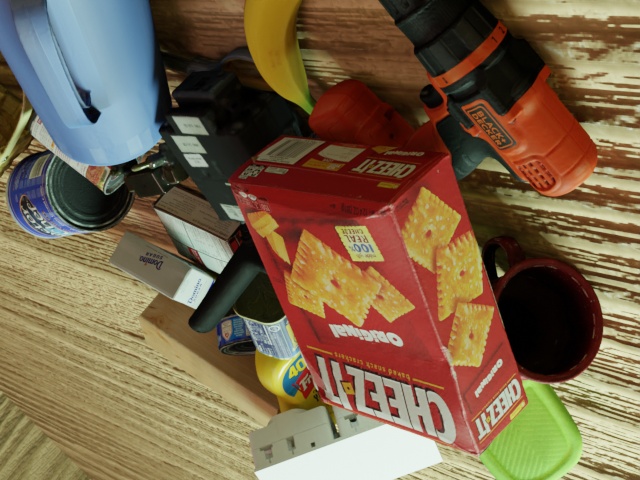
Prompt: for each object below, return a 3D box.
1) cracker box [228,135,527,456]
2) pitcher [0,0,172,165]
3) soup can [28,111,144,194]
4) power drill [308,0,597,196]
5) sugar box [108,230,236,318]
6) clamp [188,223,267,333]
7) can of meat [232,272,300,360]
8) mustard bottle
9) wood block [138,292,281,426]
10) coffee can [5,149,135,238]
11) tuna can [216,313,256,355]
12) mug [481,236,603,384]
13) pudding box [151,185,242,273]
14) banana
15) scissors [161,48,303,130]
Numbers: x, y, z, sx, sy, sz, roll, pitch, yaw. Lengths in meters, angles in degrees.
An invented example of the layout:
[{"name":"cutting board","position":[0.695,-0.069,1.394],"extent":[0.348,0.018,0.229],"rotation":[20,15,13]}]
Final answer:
[{"name":"cracker box","position":[0.039,0.037,0.756],"extent":[0.164,0.072,0.213],"rotation":[12,132,46]},{"name":"pitcher","position":[-0.190,-0.161,0.818],"extent":[0.145,0.149,0.243],"rotation":[29,154,24]},{"name":"soup can","position":[-0.237,-0.104,1.090],"extent":[0.102,0.068,0.069],"rotation":[38,156,3]},{"name":"power drill","position":[0.066,-0.091,0.697],"extent":[0.184,0.057,0.188],"rotation":[48,156,-12]},{"name":"sugar box","position":[-0.152,0.044,1.191],"extent":[0.093,0.048,0.176],"rotation":[28,174,21]},{"name":"clamp","position":[-0.056,0.001,0.962],"extent":[0.036,0.164,0.210],"rotation":[10,170,-41]},{"name":"can of meat","position":[-0.036,0.055,1.046],"extent":[0.057,0.102,0.084],"rotation":[15,151,20]},{"name":"mustard bottle","position":[-0.023,0.133,1.169],"extent":[0.058,0.096,0.191],"rotation":[26,153,39]},{"name":"wood block","position":[-0.109,0.133,1.300],"extent":[0.206,0.090,0.090],"rotation":[32,155,15]},{"name":"coffee can","position":[-0.281,-0.057,1.193],"extent":[0.102,0.102,0.141],"rotation":[49,154,-21]},{"name":"tuna can","position":[-0.075,0.106,1.212],"extent":[0.086,0.034,0.086],"rotation":[-6,163,-2]},{"name":"mug","position":[0.149,0.054,0.813],"extent":[0.117,0.093,0.082],"rotation":[70,161,5]},{"name":"pudding box","position":[-0.115,-0.005,1.130],"extent":[0.114,0.039,0.090],"rotation":[22,152,29]},{"name":"banana","position":[-0.020,-0.156,0.736],"extent":[0.069,0.037,0.198],"rotation":[17,154,6]},{"name":"scissors","position":[-0.087,-0.128,0.899],"extent":[0.202,0.016,0.096],"rotation":[11,144,47]}]
